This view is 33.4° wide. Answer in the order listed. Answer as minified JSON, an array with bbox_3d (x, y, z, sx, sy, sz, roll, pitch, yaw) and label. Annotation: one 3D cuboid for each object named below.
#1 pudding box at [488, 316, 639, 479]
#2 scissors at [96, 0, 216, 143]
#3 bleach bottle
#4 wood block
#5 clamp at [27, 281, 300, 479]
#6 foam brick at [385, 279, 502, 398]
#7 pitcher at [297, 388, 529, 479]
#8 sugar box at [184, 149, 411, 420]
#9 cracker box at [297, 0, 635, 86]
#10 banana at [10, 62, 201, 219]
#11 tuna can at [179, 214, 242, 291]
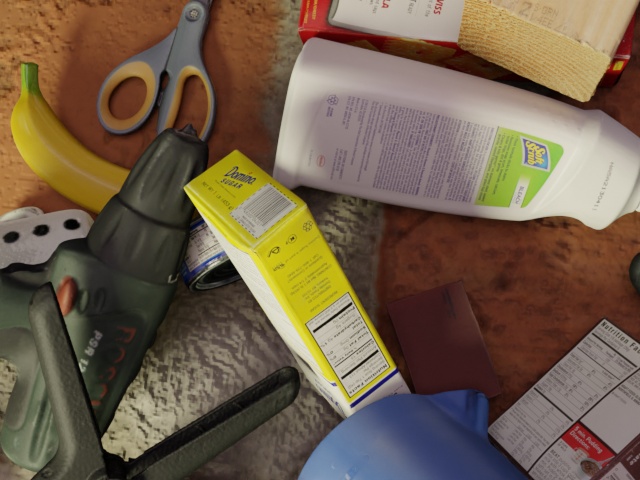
[{"bbox_3d":[0.167,0.111,0.647,0.113,0.090,0.039,-42,121,-2],"label":"pudding box"},{"bbox_3d":[-0.109,-0.154,0.769,0.096,0.016,0.202,1,80,8],"label":"scissors"},{"bbox_3d":[0.101,-0.054,0.691,0.251,0.068,0.103,15,127,4],"label":"bleach bottle"},{"bbox_3d":[0.166,-0.200,0.629,0.090,0.091,0.206,26,84,8],"label":"wood block"},{"bbox_3d":[-0.129,0.133,0.623,0.164,0.036,0.210,29,96,-17],"label":"clamp"},{"bbox_3d":[0.079,0.071,0.684,0.053,0.051,0.078,-18,78,3],"label":"foam brick"},{"bbox_3d":[0.088,0.202,0.560,0.144,0.243,0.149,-14,119,-26],"label":"pitcher"},{"bbox_3d":[-0.008,0.037,0.632,0.048,0.176,0.093,-38,37,-8],"label":"sugar box"},{"bbox_3d":[0.103,-0.197,0.719,0.214,0.072,0.164,7,81,8],"label":"cracker box"},{"bbox_3d":[-0.143,-0.049,0.737,0.198,0.037,0.070,31,107,9],"label":"banana"},{"bbox_3d":[-0.055,0.001,0.698,0.086,0.086,0.034,-26,79,2],"label":"tuna can"}]
